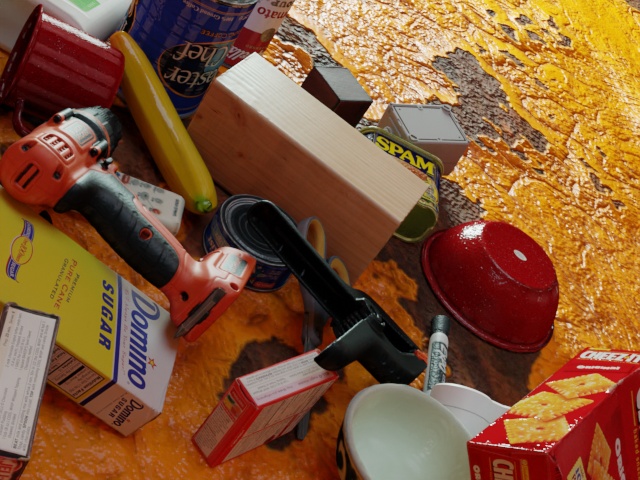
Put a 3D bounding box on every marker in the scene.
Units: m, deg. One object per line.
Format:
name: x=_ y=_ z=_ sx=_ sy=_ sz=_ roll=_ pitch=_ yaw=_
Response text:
marker: x=0.102 y=0.107 z=0.942 sx=0.020 sy=0.020 sz=0.121 roll=29 pitch=36 yaw=-10

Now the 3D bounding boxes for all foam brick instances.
foam brick: x=0.005 y=-0.131 z=1.084 sx=0.052 sy=0.078 sz=0.051 roll=-7 pitch=53 yaw=-47

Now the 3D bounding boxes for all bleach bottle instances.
bleach bottle: x=-0.229 y=-0.247 z=1.037 sx=0.102 sy=0.068 sz=0.250 roll=31 pitch=33 yaw=-6

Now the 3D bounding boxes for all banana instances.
banana: x=-0.133 y=-0.094 z=0.933 sx=0.037 sy=0.070 sz=0.198 roll=-23 pitch=68 yaw=-19

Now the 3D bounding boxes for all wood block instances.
wood block: x=-0.016 y=-0.066 z=0.981 sx=0.206 sy=0.090 sz=0.090 roll=37 pitch=35 yaw=3

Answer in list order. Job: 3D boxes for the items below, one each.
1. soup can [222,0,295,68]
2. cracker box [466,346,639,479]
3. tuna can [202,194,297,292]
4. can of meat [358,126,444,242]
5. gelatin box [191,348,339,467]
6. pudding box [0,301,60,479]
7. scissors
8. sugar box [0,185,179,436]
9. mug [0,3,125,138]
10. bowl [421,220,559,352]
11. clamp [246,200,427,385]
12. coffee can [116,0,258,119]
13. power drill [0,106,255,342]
soup can: x=-0.074 y=-0.237 z=1.118 sx=0.068 sy=0.102 sz=0.068 roll=23 pitch=37 yaw=-19
cracker box: x=0.197 y=0.191 z=0.805 sx=0.213 sy=0.072 sz=0.164 roll=-21 pitch=107 yaw=-50
tuna can: x=-0.056 y=0.001 z=0.918 sx=0.086 sy=0.034 sz=0.086 roll=22 pitch=37 yaw=-19
can of meat: x=0.072 y=-0.055 z=1.072 sx=0.102 sy=0.058 sz=0.084 roll=26 pitch=39 yaw=-13
gelatin box: x=-0.039 y=0.118 z=0.764 sx=0.089 sy=0.073 sz=0.030 roll=-15 pitch=60 yaw=-48
pudding box: x=-0.192 y=0.107 z=0.634 sx=0.039 sy=0.090 sz=0.113 roll=20 pitch=38 yaw=-21
scissors: x=0.002 y=0.077 z=0.887 sx=0.096 sy=0.016 sz=0.202 roll=38 pitch=43 yaw=-53
sugar box: x=-0.175 y=0.046 z=0.718 sx=0.176 sy=0.048 sz=0.093 roll=38 pitch=32 yaw=-24
mug: x=-0.219 y=-0.128 z=0.892 sx=0.081 sy=0.093 sz=0.117 roll=24 pitch=57 yaw=-25
bowl: x=0.182 y=0.032 z=1.065 sx=0.162 sy=0.055 sz=0.162 roll=23 pitch=37 yaw=-19
clamp: x=0.022 y=0.058 z=0.846 sx=0.209 sy=0.036 sz=0.165 roll=35 pitch=21 yaw=-53
coffee can: x=-0.130 y=-0.197 z=0.991 sx=0.102 sy=0.140 sz=0.103 roll=22 pitch=38 yaw=-19
power drill: x=-0.135 y=-0.021 z=0.785 sx=0.187 sy=0.057 sz=0.184 roll=42 pitch=17 yaw=-7
